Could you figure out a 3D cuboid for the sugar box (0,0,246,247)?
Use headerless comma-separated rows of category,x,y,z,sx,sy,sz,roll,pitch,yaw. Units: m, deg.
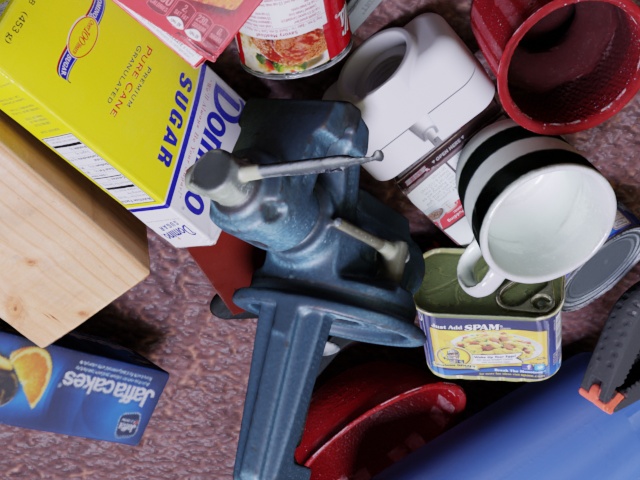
sugar box,-0.112,-0.080,0.607,0.048,0.093,0.176,-6,144,47

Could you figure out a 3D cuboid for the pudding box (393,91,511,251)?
pudding box,0.116,-0.039,0.729,0.090,0.039,0.113,-40,128,17

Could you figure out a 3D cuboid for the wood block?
wood block,-0.201,-0.042,0.619,0.090,0.091,0.206,-33,128,14

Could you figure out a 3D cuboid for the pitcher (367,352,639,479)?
pitcher,0.141,0.192,0.839,0.242,0.149,0.145,-31,134,-15

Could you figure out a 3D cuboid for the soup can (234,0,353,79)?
soup can,-0.023,-0.150,0.588,0.068,0.068,0.102,-14,129,-2

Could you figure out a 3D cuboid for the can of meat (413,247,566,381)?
can of meat,0.118,0.054,0.740,0.102,0.057,0.084,1,140,14

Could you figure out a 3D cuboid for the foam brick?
foam brick,-0.055,0.001,0.713,0.053,0.051,0.078,-23,129,7

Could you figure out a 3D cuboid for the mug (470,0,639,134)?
mug,0.149,-0.121,0.642,0.117,0.081,0.093,10,125,-20

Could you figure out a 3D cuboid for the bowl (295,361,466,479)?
bowl,0.031,0.144,0.825,0.162,0.055,0.162,-26,148,-18
